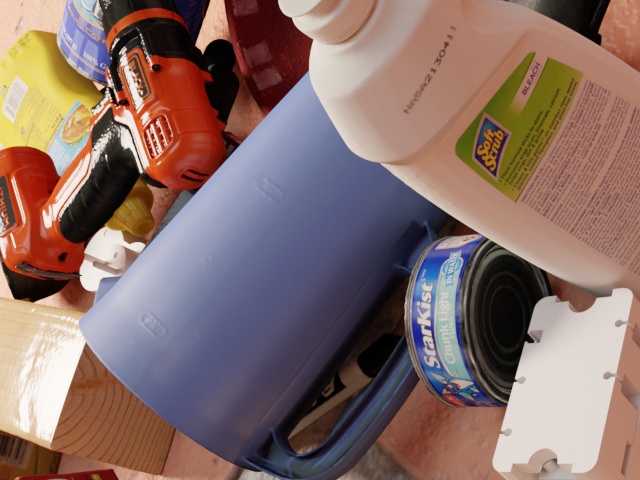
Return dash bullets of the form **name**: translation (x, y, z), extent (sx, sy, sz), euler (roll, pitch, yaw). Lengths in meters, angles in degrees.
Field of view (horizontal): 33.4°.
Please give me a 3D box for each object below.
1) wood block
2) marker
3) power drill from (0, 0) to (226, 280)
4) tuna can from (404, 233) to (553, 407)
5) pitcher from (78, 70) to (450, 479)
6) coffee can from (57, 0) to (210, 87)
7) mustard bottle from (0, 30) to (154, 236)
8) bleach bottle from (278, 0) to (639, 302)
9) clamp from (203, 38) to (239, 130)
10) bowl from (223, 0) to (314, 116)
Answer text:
- **wood block**: translation (-0.196, 0.097, 0.772), extent (0.207, 0.090, 0.090), euler (4, 72, 47)
- **marker**: translation (0.003, 0.090, 0.624), extent (0.121, 0.020, 0.020), euler (-38, 47, 26)
- **power drill**: translation (-0.149, -0.076, 0.697), extent (0.188, 0.057, 0.184), euler (-40, 56, 31)
- **tuna can**: translation (0.080, 0.039, 0.522), extent (0.034, 0.086, 0.086), euler (-7, 65, 42)
- **pitcher**: translation (-0.002, 0.003, 0.588), extent (0.243, 0.149, 0.145), euler (-50, 15, 1)
- **coffee can**: translation (-0.127, -0.192, 0.775), extent (0.103, 0.102, 0.140), euler (-109, 34, -40)
- **mustard bottle**: translation (-0.180, -0.069, 0.797), extent (0.192, 0.058, 0.096), euler (47, 118, 31)
- **bleach bottle**: translation (0.083, -0.052, 0.440), extent (0.068, 0.250, 0.102), euler (23, 87, 49)
- **clamp**: translation (-0.085, -0.099, 0.765), extent (0.120, 0.039, 0.172), euler (-68, 17, -3)
- **bowl**: translation (-0.005, -0.148, 0.697), extent (0.162, 0.055, 0.162), euler (44, 143, 46)
